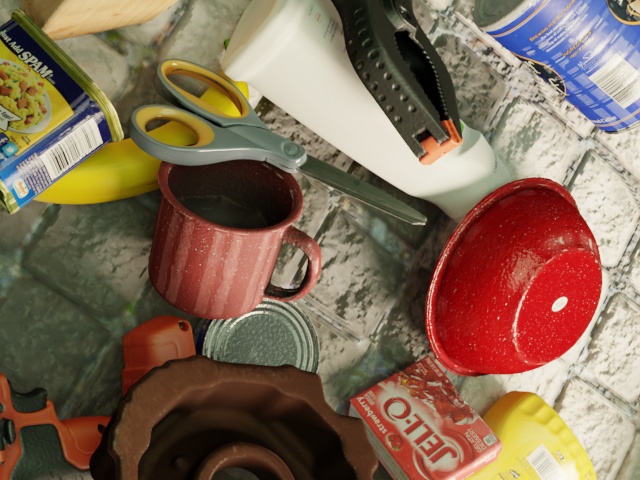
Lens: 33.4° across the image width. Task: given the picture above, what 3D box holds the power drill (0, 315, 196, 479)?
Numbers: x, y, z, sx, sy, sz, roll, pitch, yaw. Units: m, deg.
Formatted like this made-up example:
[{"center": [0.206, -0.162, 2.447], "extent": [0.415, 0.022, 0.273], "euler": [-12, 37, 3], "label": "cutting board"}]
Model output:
[{"center": [-0.161, 0.094, 0.639], "extent": [0.187, 0.057, 0.184], "euler": [-7, 89, -43], "label": "power drill"}]

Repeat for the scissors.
[{"center": [-0.037, -0.048, 0.673], "extent": [0.202, 0.016, 0.096], "euler": [37, 48, 14], "label": "scissors"}]

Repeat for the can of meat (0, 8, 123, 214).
[{"center": [-0.185, -0.078, 0.650], "extent": [0.083, 0.057, 0.102], "euler": [-40, 71, -17], "label": "can of meat"}]

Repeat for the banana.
[{"center": [-0.118, -0.065, 0.709], "extent": [0.197, 0.037, 0.070], "euler": [-32, 71, -25], "label": "banana"}]

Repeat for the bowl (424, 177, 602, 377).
[{"center": [0.154, 0.038, 0.777], "extent": [0.161, 0.055, 0.162], "euler": [-18, 121, -32], "label": "bowl"}]

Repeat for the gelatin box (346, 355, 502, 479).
[{"center": [0.073, 0.135, 0.762], "extent": [0.073, 0.030, 0.089], "euler": [-26, 59, -22], "label": "gelatin box"}]

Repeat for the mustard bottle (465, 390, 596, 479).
[{"center": [0.113, 0.205, 0.786], "extent": [0.191, 0.058, 0.096], "euler": [-40, 102, -21], "label": "mustard bottle"}]

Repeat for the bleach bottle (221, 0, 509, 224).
[{"center": [0.051, -0.082, 0.754], "extent": [0.250, 0.068, 0.102], "euler": [38, 36, -19], "label": "bleach bottle"}]

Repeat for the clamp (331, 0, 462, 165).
[{"center": [0.046, -0.144, 0.714], "extent": [0.164, 0.036, 0.210], "euler": [0, 60, -56], "label": "clamp"}]

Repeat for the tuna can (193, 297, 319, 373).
[{"center": [-0.046, 0.078, 0.734], "extent": [0.086, 0.034, 0.086], "euler": [1, 88, -24], "label": "tuna can"}]

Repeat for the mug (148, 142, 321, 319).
[{"center": [-0.054, 0.001, 0.686], "extent": [0.117, 0.082, 0.093], "euler": [23, 37, 6], "label": "mug"}]

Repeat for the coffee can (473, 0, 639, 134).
[{"center": [0.202, -0.163, 0.817], "extent": [0.140, 0.103, 0.102], "euler": [35, 75, -19], "label": "coffee can"}]
